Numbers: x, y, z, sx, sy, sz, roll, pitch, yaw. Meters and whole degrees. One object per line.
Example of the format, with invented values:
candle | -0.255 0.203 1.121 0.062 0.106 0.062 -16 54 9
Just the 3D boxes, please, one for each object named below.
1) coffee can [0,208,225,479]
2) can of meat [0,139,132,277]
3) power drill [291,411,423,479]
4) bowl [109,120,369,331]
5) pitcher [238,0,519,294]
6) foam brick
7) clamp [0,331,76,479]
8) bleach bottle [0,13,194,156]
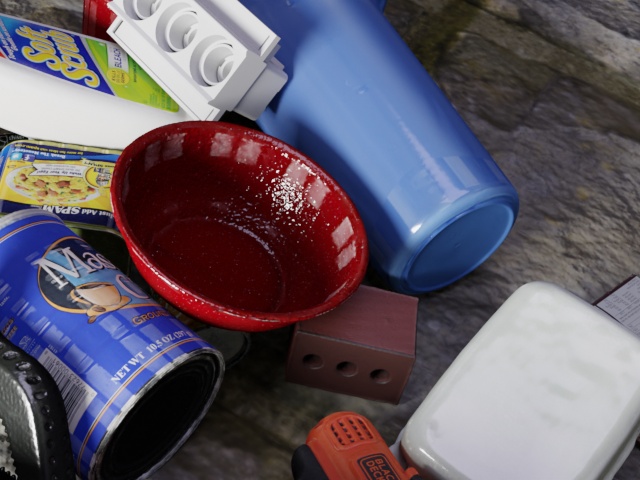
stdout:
coffee can | -0.140 0.062 0.612 0.140 0.103 0.102 37 50 20
can of meat | -0.172 -0.019 0.712 0.102 0.057 0.084 7 44 -8
power drill | -0.019 0.172 0.549 0.187 0.057 0.185 -8 32 -22
bowl | -0.054 0.001 0.647 0.162 0.055 0.162 16 42 -15
pitcher | 0.024 -0.075 0.776 0.144 0.149 0.243 -8 52 -40
foam brick | 0.020 0.063 0.684 0.078 0.053 0.051 12 46 -2
clamp | -0.198 0.077 0.563 0.210 0.165 0.036 58 25 13
bleach bottle | -0.205 -0.111 0.735 0.250 0.068 0.102 14 39 -25
